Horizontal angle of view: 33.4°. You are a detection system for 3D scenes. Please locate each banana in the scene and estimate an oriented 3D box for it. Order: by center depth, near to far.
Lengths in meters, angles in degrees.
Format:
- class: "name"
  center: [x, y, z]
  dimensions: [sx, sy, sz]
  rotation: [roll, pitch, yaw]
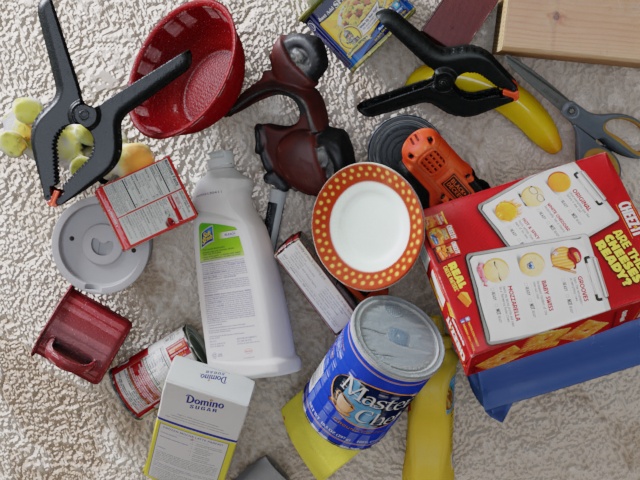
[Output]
- class: "banana"
  center: [0.178, -0.154, 1.169]
  dimensions: [0.198, 0.037, 0.070]
  rotation: [17, 115, 2]

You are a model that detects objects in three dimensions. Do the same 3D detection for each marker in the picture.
- class: "marker"
  center: [-0.058, 0.002, 1.202]
  dimensions: [0.020, 0.020, 0.121]
  rotation: [12, 96, 1]

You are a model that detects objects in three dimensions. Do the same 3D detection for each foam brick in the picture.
- class: "foam brick"
  center: [0.149, -0.242, 1.151]
  dimensions: [0.051, 0.053, 0.078]
  rotation: [35, 96, -1]

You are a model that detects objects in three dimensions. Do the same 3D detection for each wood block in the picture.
- class: "wood block"
  center: [0.294, -0.234, 1.127]
  dimensions: [0.206, 0.090, 0.091]
  rotation: [6, 97, 2]

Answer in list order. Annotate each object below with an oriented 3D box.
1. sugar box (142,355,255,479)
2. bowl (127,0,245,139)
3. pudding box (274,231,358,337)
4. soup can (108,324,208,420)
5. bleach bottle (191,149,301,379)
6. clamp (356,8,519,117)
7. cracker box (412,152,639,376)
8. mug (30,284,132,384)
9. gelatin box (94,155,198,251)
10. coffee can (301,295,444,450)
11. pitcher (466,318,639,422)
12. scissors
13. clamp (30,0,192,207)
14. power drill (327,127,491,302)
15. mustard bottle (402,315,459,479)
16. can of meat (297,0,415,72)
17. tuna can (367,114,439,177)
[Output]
- class: "sugar box"
  center: [-0.134, 0.207, 1.169]
  dimensions: [0.093, 0.048, 0.176]
  rotation: [18, 129, -2]
- class: "bowl"
  center: [-0.134, -0.175, 1.146]
  dimensions: [0.162, 0.055, 0.162]
  rotation: [-16, 63, 35]
- class: "pudding box"
  center: [-0.003, 0.046, 1.168]
  dimensions: [0.039, 0.090, 0.113]
  rotation: [-39, 93, 5]
- class: "soup can"
  center: [-0.176, 0.147, 1.198]
  dimensions: [0.102, 0.068, 0.068]
  rotation: [-31, 94, 5]
- class: "bleach bottle"
  center: [-0.088, 0.025, 1.170]
  dimensions: [0.103, 0.068, 0.251]
  rotation: [-9, 86, 23]
- class: "clamp"
  center: [0.125, -0.182, 1.121]
  dimensions: [0.171, 0.039, 0.120]
  rotation: [2, 128, 3]
- class: "cracker box"
  center: [0.218, 0.023, 1.074]
  dimensions: [0.213, 0.072, 0.164]
  rotation: [-18, 66, -6]
- class: "mug"
  center: [-0.264, 0.111, 1.177]
  dimensions: [0.081, 0.117, 0.093]
  rotation: [30, 108, -6]
- class: "gelatin box"
  center: [-0.186, -0.039, 1.141]
  dimensions: [0.089, 0.030, 0.073]
  rotation: [-26, 92, -15]
- class: "coffee can"
  center: [0.053, 0.139, 1.111]
  dimensions: [0.103, 0.102, 0.140]
  rotation: [30, 132, -1]
- class: "pitcher"
  center: [0.265, 0.083, 1.144]
  dimensions: [0.243, 0.145, 0.149]
  rotation: [-14, 140, 0]
- class: "scissors"
  center: [0.267, -0.120, 1.152]
  dimensions: [0.201, 0.016, 0.096]
  rotation: [20, 105, -15]
- class: "clamp"
  center: [-0.249, -0.139, 1.102]
  dimensions: [0.164, 0.036, 0.210]
  rotation: [28, 94, -5]
- class: "power drill"
  center: [0.104, -0.008, 1.160]
  dimensions: [0.188, 0.057, 0.184]
  rotation: [-40, 117, 10]
- class: "mustard bottle"
  center: [0.122, 0.178, 1.172]
  dimensions: [0.058, 0.096, 0.191]
  rotation: [3, 96, 10]
- class: "can of meat"
  center: [0.041, -0.244, 1.154]
  dimensions: [0.102, 0.057, 0.084]
  rotation: [-44, 95, 6]
- class: "tuna can"
  center: [0.094, -0.096, 1.177]
  dimensions: [0.086, 0.033, 0.086]
  rotation: [0, 96, 3]
